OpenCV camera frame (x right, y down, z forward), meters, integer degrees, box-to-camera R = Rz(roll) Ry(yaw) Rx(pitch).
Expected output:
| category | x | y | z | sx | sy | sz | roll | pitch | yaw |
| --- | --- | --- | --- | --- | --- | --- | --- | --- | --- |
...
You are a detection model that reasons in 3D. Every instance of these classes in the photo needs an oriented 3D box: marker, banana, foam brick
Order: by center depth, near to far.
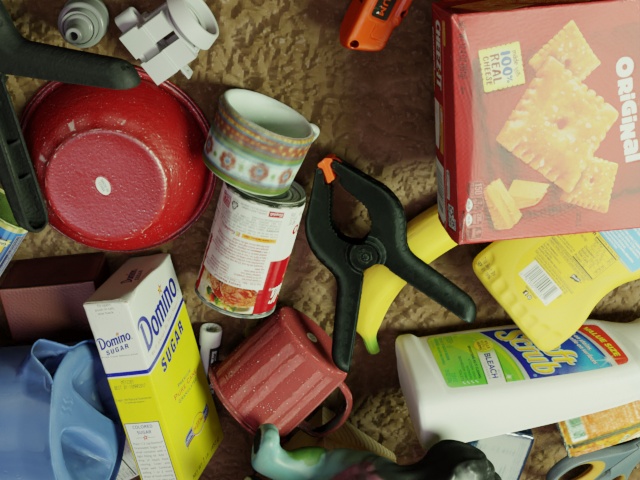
| category | x | y | z | sx | sy | sz | roll | pitch | yaw |
| --- | --- | --- | --- | --- | --- | --- | --- | --- | --- |
| foam brick | -0.213 | 0.047 | 0.872 | 0.078 | 0.051 | 0.053 | -5 | 117 | 1 |
| banana | 0.082 | 0.013 | 0.875 | 0.069 | 0.037 | 0.198 | 25 | 118 | -42 |
| marker | -0.101 | 0.128 | 0.931 | 0.020 | 0.020 | 0.121 | 7 | 115 | -5 |

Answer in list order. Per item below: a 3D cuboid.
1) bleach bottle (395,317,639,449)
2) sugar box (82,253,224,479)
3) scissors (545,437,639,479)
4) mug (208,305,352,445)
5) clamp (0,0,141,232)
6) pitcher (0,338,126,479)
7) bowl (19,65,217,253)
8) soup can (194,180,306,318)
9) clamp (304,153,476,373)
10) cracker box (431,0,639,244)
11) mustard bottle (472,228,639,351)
| category | x | y | z | sx | sy | sz | roll | pitch | yaw |
| --- | --- | --- | --- | --- | --- | --- | --- | --- | --- |
| bleach bottle | 0.196 | 0.105 | 0.895 | 0.250 | 0.102 | 0.068 | -11 | 126 | -3 |
| sugar box | -0.131 | 0.109 | 0.868 | 0.048 | 0.093 | 0.176 | -6 | 111 | 17 |
| scissors | 0.280 | 0.179 | 0.955 | 0.096 | 0.016 | 0.202 | 26 | 114 | -36 |
| mug | -0.023 | 0.117 | 0.889 | 0.117 | 0.093 | 0.081 | 42 | 103 | -12 |
| clamp | -0.228 | -0.127 | 0.756 | 0.165 | 0.036 | 0.210 | -40 | 90 | 32 |
| pitcher | -0.287 | 0.157 | 0.866 | 0.243 | 0.145 | 0.149 | -3 | 82 | 15 |
| bowl | -0.161 | -0.052 | 0.824 | 0.162 | 0.055 | 0.162 | 0 | 115 | -1 |
| soup can | -0.056 | 0.001 | 0.845 | 0.068 | 0.068 | 0.102 | 14 | 114 | -8 |
| clamp | 0.030 | 0.019 | 0.835 | 0.120 | 0.039 | 0.171 | -32 | 93 | 5 |
| cracker box | 0.189 | -0.090 | 0.744 | 0.213 | 0.072 | 0.164 | -5 | 111 | -3 |
| mustard bottle | 0.221 | -0.006 | 0.845 | 0.192 | 0.058 | 0.096 | -40 | 83 | 8 |
